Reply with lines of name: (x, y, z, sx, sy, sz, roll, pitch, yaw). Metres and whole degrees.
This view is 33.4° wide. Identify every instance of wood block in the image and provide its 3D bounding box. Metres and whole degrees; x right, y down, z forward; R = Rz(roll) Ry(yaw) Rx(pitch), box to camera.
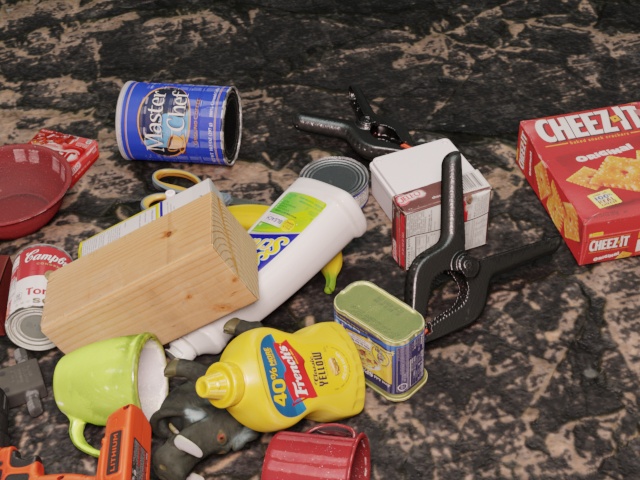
wood block: (-0.175, 0.047, 1.100, 0.206, 0.090, 0.091, -26, 38, 16)

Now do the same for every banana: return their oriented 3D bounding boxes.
banana: (-0.043, -0.006, 1.248, 0.198, 0.037, 0.069, 27, 48, 30)

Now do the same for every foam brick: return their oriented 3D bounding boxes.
foam brick: (-0.374, 0.061, 1.188, 0.053, 0.051, 0.078, -2, 41, 3)

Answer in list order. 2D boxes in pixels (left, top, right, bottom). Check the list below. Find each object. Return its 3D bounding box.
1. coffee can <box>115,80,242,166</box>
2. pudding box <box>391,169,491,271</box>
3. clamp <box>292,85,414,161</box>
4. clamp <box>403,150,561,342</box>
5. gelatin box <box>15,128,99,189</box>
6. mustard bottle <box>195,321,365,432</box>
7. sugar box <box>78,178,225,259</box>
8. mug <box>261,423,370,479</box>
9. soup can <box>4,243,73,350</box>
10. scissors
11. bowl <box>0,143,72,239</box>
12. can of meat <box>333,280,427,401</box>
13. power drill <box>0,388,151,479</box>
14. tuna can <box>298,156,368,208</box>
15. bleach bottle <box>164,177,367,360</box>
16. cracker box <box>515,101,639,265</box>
coffee can: (-0.180, -0.151, 1.374, 0.140, 0.103, 0.102, 4, 42, 9)
pudding box: (0.136, -0.022, 1.212, 0.113, 0.090, 0.039, -16, 44, -15)
clamp: (0.048, -0.143, 1.394, 0.120, 0.039, 0.172, -28, 47, -23)
clamp: (0.146, 0.018, 1.148, 0.164, 0.036, 0.209, 44, 72, -7)
gelatin box: (-0.345, -0.108, 1.394, 0.089, 0.030, 0.073, 14, 45, 20)
mustard bottle: (-0.040, 0.129, 0.997, 0.191, 0.058, 0.096, 1, 72, -48)
sugar box: (-0.187, 0.007, 1.194, 0.176, 0.048, 0.093, -23, 41, 11)
mug: (-0.001, 0.208, 0.966, 0.081, 0.093, 0.117, 3, 37, 15)
soup can: (-0.307, 0.062, 1.169, 0.068, 0.068, 0.102, -7, 41, -3)
scissors: (-0.136, -0.040, 1.311, 0.202, 0.016, 0.096, 22, 49, 27)
bowl: (-0.382, -0.051, 1.313, 0.162, 0.055, 0.162, -2, 41, 2)
can of meat: (0.059, 0.100, 1.084, 0.102, 0.084, 0.057, 31, 52, 33)
power drill: (-0.251, 0.204, 0.979, 0.188, 0.057, 0.184, -12, 54, 10)
tuna can: (0.017, -0.065, 1.313, 0.086, 0.034, 0.086, -2, 42, 2)
bleach bottle: (-0.066, 0.041, 1.151, 0.103, 0.068, 0.250, 22, 61, 44)
cracker box: (0.346, -0.074, 1.267, 0.164, 0.072, 0.214, -10, 41, -7)
